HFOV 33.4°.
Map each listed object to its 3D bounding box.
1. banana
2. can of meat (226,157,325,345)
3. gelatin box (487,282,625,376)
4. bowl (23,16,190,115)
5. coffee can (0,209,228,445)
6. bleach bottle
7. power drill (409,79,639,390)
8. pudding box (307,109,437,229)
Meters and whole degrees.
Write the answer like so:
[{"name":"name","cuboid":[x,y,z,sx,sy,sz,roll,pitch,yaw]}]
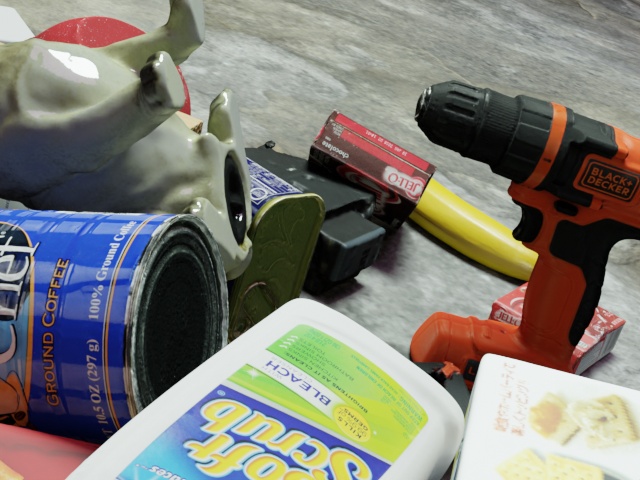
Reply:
[{"name":"banana","cuboid":[0.114,-0.021,0.896,0.069,0.037,0.198,-3,32,-39]},{"name":"can of meat","cuboid":[-0.054,0.001,0.651,0.084,0.102,0.057,33,27,34]},{"name":"gelatin box","cuboid":[0.169,0.061,0.769,0.073,0.030,0.089,31,27,26]},{"name":"bowl","cuboid":[-0.161,-0.126,0.840,0.162,0.055,0.162,27,33,-19]},{"name":"coffee can","cuboid":[-0.124,0.037,0.467,0.140,0.103,0.102,2,20,16]},{"name":"bleach bottle","cuboid":[-0.030,0.098,0.347,0.102,0.068,0.250,36,23,8]},{"name":"power drill","cuboid":[0.122,0.006,0.661,0.184,0.188,0.057,19,26,-4]},{"name":"pudding box","cuboid":[0.037,-0.053,0.829,0.090,0.039,0.113,30,-7,2]}]
